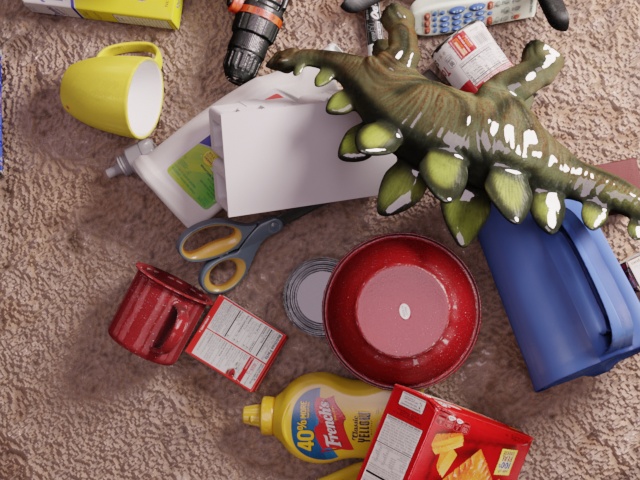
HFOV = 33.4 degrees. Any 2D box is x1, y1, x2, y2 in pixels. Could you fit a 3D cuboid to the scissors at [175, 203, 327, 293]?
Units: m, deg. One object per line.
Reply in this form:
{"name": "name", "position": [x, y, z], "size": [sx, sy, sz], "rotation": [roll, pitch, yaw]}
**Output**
{"name": "scissors", "position": [-0.058, 0.001, 1.169], "size": [0.201, 0.016, 0.096], "rotation": [-12, 118, -16]}

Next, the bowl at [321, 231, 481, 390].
{"name": "bowl", "position": [0.080, 0.070, 1.053], "size": [0.162, 0.055, 0.162], "rotation": [0, 86, 4]}

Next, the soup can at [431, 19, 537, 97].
{"name": "soup can", "position": [0.175, -0.177, 1.145], "size": [0.068, 0.068, 0.102], "rotation": [-36, 83, 1]}

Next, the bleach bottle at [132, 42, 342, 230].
{"name": "bleach bottle", "position": [-0.077, -0.127, 1.153], "size": [0.251, 0.068, 0.102], "rotation": [-42, 115, -1]}

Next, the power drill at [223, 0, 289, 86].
{"name": "power drill", "position": [-0.122, -0.281, 1.153], "size": [0.187, 0.057, 0.184], "rotation": [22, 82, -20]}

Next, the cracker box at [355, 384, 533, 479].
{"name": "cracker box", "position": [0.108, 0.269, 1.066], "size": [0.072, 0.164, 0.213], "rotation": [18, 84, 49]}

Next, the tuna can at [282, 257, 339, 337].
{"name": "tuna can", "position": [0.003, 0.062, 1.155], "size": [0.086, 0.033, 0.086], "rotation": [0, 85, 4]}

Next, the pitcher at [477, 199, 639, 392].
{"name": "pitcher", "position": [0.236, 0.020, 1.079], "size": [0.149, 0.144, 0.243], "rotation": [-32, 73, 35]}

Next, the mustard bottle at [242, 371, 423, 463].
{"name": "mustard bottle", "position": [0.013, 0.188, 1.130], "size": [0.191, 0.058, 0.096], "rotation": [1, 102, 5]}

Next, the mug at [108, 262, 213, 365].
{"name": "mug", "position": [-0.169, 0.084, 1.130], "size": [0.093, 0.117, 0.081], "rotation": [27, 93, -31]}

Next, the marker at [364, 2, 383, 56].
{"name": "marker", "position": [0.057, -0.261, 1.186], "size": [0.020, 0.020, 0.121], "rotation": [-6, 85, 4]}

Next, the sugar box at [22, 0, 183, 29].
{"name": "sugar box", "position": [-0.241, -0.296, 1.198], "size": [0.176, 0.048, 0.093], "rotation": [8, 85, 4]}

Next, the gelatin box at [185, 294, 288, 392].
{"name": "gelatin box", "position": [-0.090, 0.112, 1.160], "size": [0.089, 0.030, 0.073], "rotation": [31, 87, 6]}
